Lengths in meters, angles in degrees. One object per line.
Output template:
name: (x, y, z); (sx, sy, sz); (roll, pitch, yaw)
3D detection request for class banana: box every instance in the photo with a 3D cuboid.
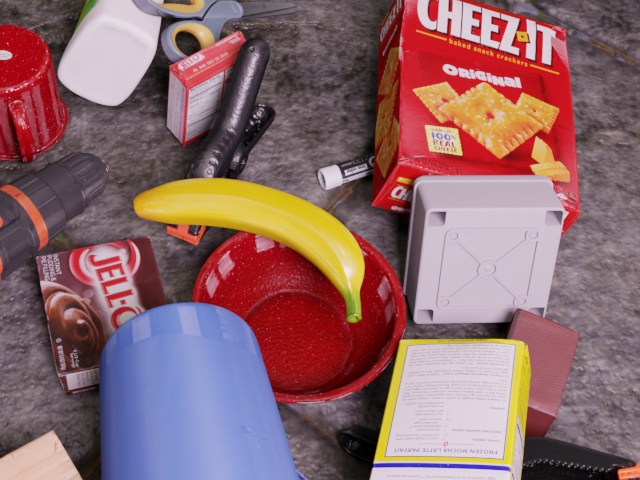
banana: (-0.043, -0.010, 0.808); (0.198, 0.037, 0.069); (25, 55, 13)

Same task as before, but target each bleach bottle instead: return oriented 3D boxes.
bleach bottle: (-0.180, -0.247, 0.999); (0.068, 0.103, 0.251); (25, 44, -24)

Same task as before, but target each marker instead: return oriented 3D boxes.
marker: (0.056, -0.070, 0.936); (0.121, 0.020, 0.020); (-18, 59, -17)

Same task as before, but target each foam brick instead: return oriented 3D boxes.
foam brick: (0.157, 0.103, 0.808); (0.051, 0.053, 0.078); (20, 57, 8)

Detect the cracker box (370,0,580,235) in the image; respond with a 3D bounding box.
cracker box: (0.133, -0.111, 0.920); (0.164, 0.072, 0.213); (14, 55, -13)

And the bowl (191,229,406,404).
bowl: (-0.018, 0.063, 0.817); (0.162, 0.055, 0.162); (2, 56, -4)

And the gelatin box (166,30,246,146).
gelatin box: (-0.095, -0.131, 0.921); (0.073, 0.089, 0.030); (-33, 70, -24)

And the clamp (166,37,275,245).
clamp: (-0.078, -0.080, 0.875); (0.039, 0.120, 0.171); (16, 59, 13)

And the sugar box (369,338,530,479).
sugar box: (0.086, 0.142, 0.706); (0.093, 0.048, 0.176); (-2, 43, 20)

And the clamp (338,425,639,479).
clamp: (0.112, 0.172, 0.728); (0.210, 0.036, 0.164); (-13, 39, -3)

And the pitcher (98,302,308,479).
pitcher: (-0.063, 0.161, 0.648); (0.145, 0.149, 0.243); (-15, 46, -2)

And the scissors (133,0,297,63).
scissors: (-0.082, -0.191, 0.962); (0.201, 0.016, 0.096); (4, 66, -46)

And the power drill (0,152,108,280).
power drill: (-0.274, -0.047, 0.771); (0.188, 0.057, 0.184); (36, 52, 19)

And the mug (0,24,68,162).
mug: (-0.262, -0.119, 0.903); (0.093, 0.081, 0.117); (-14, 58, -15)

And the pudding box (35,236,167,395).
pudding box: (-0.163, 0.056, 0.818); (0.090, 0.039, 0.113); (-12, 58, -13)
